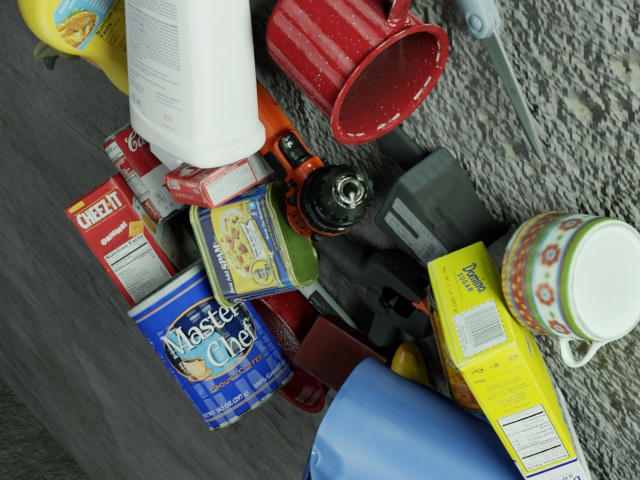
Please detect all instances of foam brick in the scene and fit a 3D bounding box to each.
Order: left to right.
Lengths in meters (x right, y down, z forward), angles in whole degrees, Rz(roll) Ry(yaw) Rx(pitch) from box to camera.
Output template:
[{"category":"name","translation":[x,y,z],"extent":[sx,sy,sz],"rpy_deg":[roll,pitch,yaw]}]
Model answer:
[{"category":"foam brick","translation":[0.023,0.109,0.970],"extent":[0.078,0.051,0.053],"rpy_deg":[33,-174,17]}]

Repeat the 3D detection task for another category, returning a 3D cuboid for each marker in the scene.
[{"category":"marker","translation":[0.024,0.082,1.012],"extent":[0.121,0.020,0.020],"rpy_deg":[47,155,17]}]

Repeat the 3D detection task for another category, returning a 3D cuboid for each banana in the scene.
[{"category":"banana","translation":[0.105,0.173,0.971],"extent":[0.070,0.037,0.198],"rpy_deg":[-14,113,45]}]

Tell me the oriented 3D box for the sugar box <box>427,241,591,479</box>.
[{"category":"sugar box","translation":[0.129,0.092,0.711],"extent":[0.176,0.048,0.093],"rpy_deg":[53,-161,-40]}]

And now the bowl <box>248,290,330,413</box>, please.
[{"category":"bowl","translation":[-0.032,0.096,1.089],"extent":[0.162,0.055,0.162],"rpy_deg":[42,153,26]}]

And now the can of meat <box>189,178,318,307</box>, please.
[{"category":"can of meat","translation":[-0.056,0.001,0.938],"extent":[0.084,0.057,0.102],"rpy_deg":[-13,98,29]}]

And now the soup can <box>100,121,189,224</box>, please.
[{"category":"soup can","translation":[-0.170,-0.076,1.101],"extent":[0.102,0.068,0.069],"rpy_deg":[57,156,-6]}]

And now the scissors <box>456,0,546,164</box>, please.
[{"category":"scissors","translation":[0.079,-0.139,0.623],"extent":[0.096,0.016,0.201],"rpy_deg":[27,144,49]}]

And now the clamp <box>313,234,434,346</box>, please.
[{"category":"clamp","translation":[0.050,0.034,0.879],"extent":[0.120,0.039,0.172],"rpy_deg":[52,159,-6]}]

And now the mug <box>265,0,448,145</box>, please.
[{"category":"mug","translation":[0.022,-0.128,0.660],"extent":[0.081,0.093,0.117],"rpy_deg":[49,144,24]}]

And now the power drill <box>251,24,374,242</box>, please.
[{"category":"power drill","translation":[-0.032,-0.084,0.815],"extent":[0.187,0.057,0.184],"rpy_deg":[57,169,-2]}]

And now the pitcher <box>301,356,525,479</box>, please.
[{"category":"pitcher","translation":[0.115,0.195,0.827],"extent":[0.243,0.149,0.145],"rpy_deg":[25,162,15]}]

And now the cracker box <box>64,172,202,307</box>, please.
[{"category":"cracker box","translation":[-0.179,0.027,1.172],"extent":[0.213,0.072,0.164],"rpy_deg":[57,-174,-7]}]

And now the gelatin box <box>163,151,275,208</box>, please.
[{"category":"gelatin box","translation":[-0.082,-0.062,0.929],"extent":[0.073,0.089,0.030],"rpy_deg":[14,131,57]}]

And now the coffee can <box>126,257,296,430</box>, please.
[{"category":"coffee can","translation":[-0.104,0.095,1.023],"extent":[0.140,0.102,0.103],"rpy_deg":[56,156,-5]}]

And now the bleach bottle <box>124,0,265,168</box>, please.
[{"category":"bleach bottle","translation":[-0.086,-0.180,0.691],"extent":[0.103,0.067,0.251],"rpy_deg":[29,131,37]}]

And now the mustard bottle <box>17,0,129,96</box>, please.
[{"category":"mustard bottle","translation":[-0.177,-0.187,0.833],"extent":[0.191,0.096,0.058],"rpy_deg":[31,179,-44]}]
